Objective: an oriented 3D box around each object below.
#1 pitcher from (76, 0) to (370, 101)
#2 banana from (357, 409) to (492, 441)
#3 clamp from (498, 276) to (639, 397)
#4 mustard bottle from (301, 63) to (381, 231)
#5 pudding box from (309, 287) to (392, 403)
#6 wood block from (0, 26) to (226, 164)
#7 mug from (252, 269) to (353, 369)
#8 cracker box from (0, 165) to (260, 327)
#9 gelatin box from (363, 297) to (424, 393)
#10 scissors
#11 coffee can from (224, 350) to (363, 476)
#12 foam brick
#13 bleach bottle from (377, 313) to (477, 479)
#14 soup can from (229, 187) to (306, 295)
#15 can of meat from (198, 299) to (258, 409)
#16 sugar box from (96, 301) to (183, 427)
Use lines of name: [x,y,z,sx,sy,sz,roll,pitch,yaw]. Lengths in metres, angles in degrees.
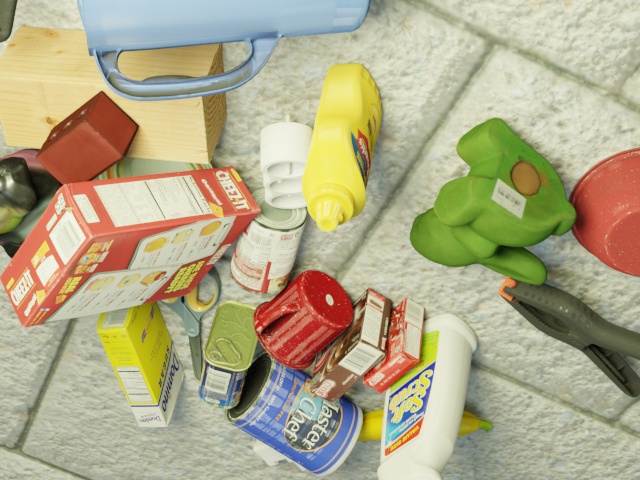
pitcher: [-0.083,-0.215,0.896,0.242,0.145,0.149,-4,136,-10]
banana: [0.113,0.235,1.348,0.198,0.037,0.069,-4,146,17]
clamp: [0.293,0.098,1.155,0.210,0.036,0.165,34,162,0]
mustard bottle: [0.019,-0.077,0.994,0.058,0.191,0.096,0,131,11]
pudding box: [0.035,0.122,1.235,0.039,0.090,0.114,31,129,-16]
wood block: [-0.204,-0.143,1.050,0.206,0.090,0.091,6,133,6]
mug: [-0.024,0.086,1.208,0.117,0.093,0.082,4,142,-48]
cracker box: [-0.192,0.003,1.080,0.164,0.213,0.072,-46,67,39]
gelatin box: [0.083,0.120,1.223,0.030,0.089,0.073,31,130,-17]
scissors: [-0.173,0.096,1.306,0.096,0.016,0.202,19,132,-3]
coffee can: [-0.033,0.215,1.323,0.140,0.102,0.103,34,129,-18]
foam brick: [-0.219,-0.092,1.002,0.078,0.053,0.051,-30,120,32]
bleach bottle: [0.116,0.199,1.178,0.103,0.250,0.068,-28,121,31]
soup can: [-0.058,0.001,1.162,0.068,0.068,0.102,16,132,-2]
can of meat: [-0.109,0.137,1.272,0.057,0.102,0.084,15,134,-2]
sugar box: [-0.216,0.137,1.299,0.048,0.093,0.176,-4,131,15]
